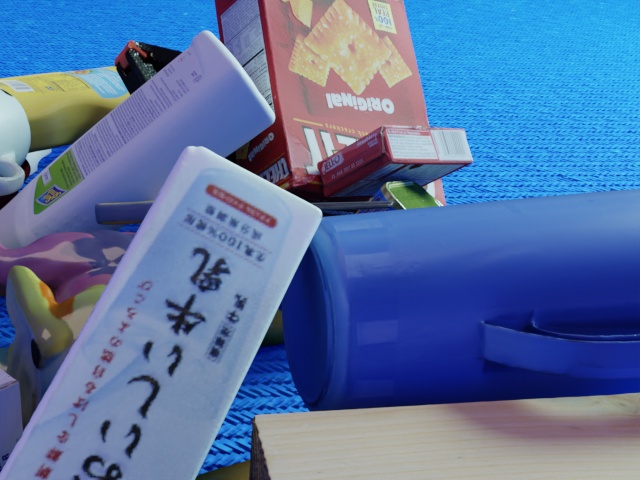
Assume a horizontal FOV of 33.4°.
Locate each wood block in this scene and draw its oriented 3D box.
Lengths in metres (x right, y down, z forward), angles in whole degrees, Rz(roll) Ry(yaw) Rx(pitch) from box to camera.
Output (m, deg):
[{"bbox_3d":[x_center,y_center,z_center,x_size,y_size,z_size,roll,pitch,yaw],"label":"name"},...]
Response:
[{"bbox_3d":[0.074,0.134,0.487,0.206,0.090,0.091,-1,24,-13],"label":"wood block"}]

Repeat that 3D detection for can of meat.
[{"bbox_3d":[0.045,0.004,0.752,0.057,0.084,0.102,48,19,10],"label":"can of meat"}]

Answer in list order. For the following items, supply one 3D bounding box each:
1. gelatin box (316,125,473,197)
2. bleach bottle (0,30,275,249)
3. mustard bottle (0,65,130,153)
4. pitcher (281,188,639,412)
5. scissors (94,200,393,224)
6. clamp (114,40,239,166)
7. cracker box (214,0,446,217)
[{"bbox_3d":[0.054,-0.057,0.777,0.089,0.030,0.073,-3,-15,-41],"label":"gelatin box"},{"bbox_3d":[-0.156,-0.046,0.767,0.251,0.068,0.103,-36,31,0],"label":"bleach bottle"},{"bbox_3d":[-0.208,-0.117,0.927,0.191,0.058,0.096,-16,31,-38],"label":"mustard bottle"},{"bbox_3d":[0.110,0.039,0.582,0.242,0.149,0.145,-3,58,-16],"label":"pitcher"},{"bbox_3d":[-0.045,-0.020,0.684,0.202,0.016,0.096,-1,2,15],"label":"scissors"},{"bbox_3d":[-0.071,-0.094,0.869,0.210,0.036,0.164,42,45,-11],"label":"clamp"},{"bbox_3d":[0.009,-0.115,0.871,0.163,0.214,0.072,8,-27,-38],"label":"cracker box"}]
